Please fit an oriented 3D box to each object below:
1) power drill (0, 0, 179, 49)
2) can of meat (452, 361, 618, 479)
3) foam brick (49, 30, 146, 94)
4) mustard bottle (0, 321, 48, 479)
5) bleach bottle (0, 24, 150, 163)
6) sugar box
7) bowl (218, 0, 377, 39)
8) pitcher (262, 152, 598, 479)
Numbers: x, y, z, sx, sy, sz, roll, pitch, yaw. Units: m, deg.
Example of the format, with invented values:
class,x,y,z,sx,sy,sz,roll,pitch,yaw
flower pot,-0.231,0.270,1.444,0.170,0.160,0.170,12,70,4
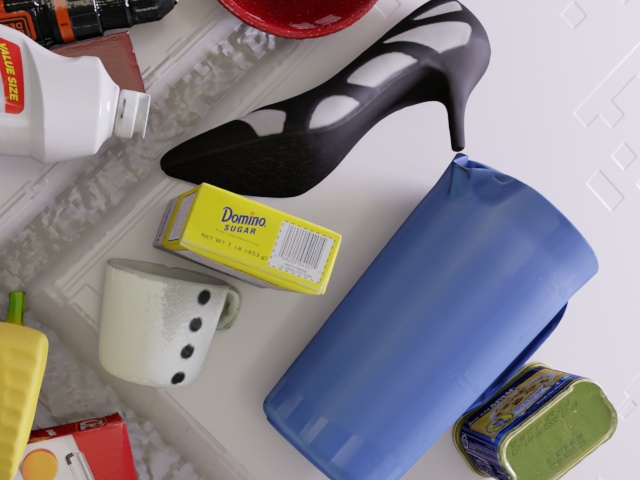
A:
class,x,y,z,sx,sy,sz,roll,pitch,yaw
power drill,-0.193,-0.207,0.683,0.184,0.057,0.188,-10,132,-5
can of meat,0.162,0.141,0.806,0.102,0.084,0.057,-36,97,-12
foam brick,-0.166,-0.108,0.744,0.078,0.053,0.051,-18,94,-14
mustard bottle,-0.270,0.083,0.649,0.191,0.058,0.096,14,106,-9
bleach bottle,-0.233,-0.106,0.671,0.250,0.068,0.102,9,63,-11
sugar box,-0.055,0.001,0.706,0.093,0.176,0.048,22,86,-13
bowl,-0.025,-0.225,0.773,0.162,0.055,0.162,-2,95,-19
pitcher,0.080,0.071,0.773,0.149,0.145,0.243,41,84,2
